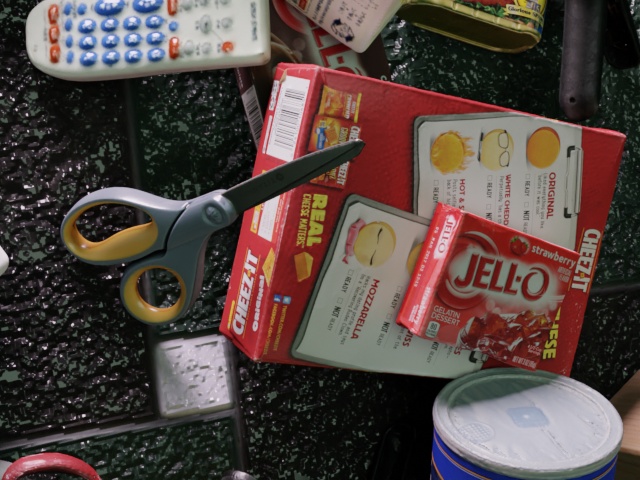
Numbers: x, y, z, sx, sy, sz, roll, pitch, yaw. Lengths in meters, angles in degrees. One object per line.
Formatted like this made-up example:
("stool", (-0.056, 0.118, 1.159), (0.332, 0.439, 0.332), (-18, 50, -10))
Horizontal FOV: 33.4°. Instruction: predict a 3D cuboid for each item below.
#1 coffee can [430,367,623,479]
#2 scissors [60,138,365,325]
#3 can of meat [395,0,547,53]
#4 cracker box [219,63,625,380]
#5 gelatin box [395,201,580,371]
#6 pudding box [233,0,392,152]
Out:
("coffee can", (0.112, 0.158, 0.610), (0.102, 0.103, 0.140), (-8, 115, -20))
("scissors", (-0.054, 0.001, 0.577), (0.016, 0.202, 0.096), (-55, 132, -51))
("can of meat", (0.102, -0.176, 0.691), (0.102, 0.058, 0.084), (13, 85, -19))
("cracker box", (0.061, -0.005, 0.634), (0.213, 0.072, 0.164), (8, 98, -26))
("gelatin box", (0.094, 0.027, 0.598), (0.089, 0.030, 0.073), (19, 93, -28))
("pudding box", (-0.006, -0.109, 0.658), (0.090, 0.039, 0.113), (-14, 91, -19))
